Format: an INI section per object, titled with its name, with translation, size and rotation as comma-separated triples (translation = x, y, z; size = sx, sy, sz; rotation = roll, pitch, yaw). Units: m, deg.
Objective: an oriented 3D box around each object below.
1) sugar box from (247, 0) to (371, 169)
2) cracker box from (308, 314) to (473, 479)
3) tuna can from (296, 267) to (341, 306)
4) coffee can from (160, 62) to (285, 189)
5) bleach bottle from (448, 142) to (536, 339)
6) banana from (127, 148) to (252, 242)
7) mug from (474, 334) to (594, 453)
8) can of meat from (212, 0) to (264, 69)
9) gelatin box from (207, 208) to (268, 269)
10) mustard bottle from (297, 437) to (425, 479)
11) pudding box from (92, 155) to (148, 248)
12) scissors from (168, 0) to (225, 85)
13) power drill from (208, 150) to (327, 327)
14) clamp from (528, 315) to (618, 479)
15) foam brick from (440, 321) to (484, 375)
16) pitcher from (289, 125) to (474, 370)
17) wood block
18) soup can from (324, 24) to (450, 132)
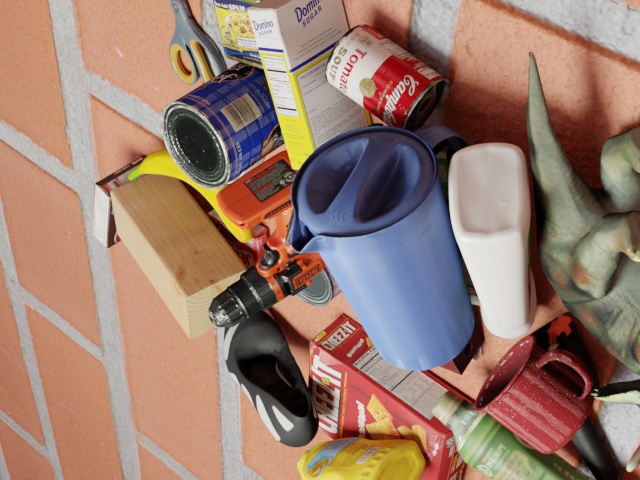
[sugar box]
translation = -0.007, -0.166, 1.061
size = 0.048, 0.093, 0.176
rotation = 12, 128, 44
[cracker box]
translation = 0.081, 0.215, 1.321
size = 0.214, 0.072, 0.164
rotation = 33, 141, 27
[tuna can]
translation = -0.009, 0.036, 1.296
size = 0.086, 0.033, 0.086
rotation = 30, 140, 29
[coffee can]
translation = -0.085, -0.132, 1.138
size = 0.103, 0.140, 0.103
rotation = 30, 140, 29
[bleach bottle]
translation = 0.170, 0.018, 0.999
size = 0.068, 0.102, 0.250
rotation = -4, 151, 13
[banana]
translation = -0.154, -0.069, 1.354
size = 0.198, 0.037, 0.070
rotation = 29, 109, 23
[mug]
translation = 0.215, 0.145, 1.025
size = 0.081, 0.093, 0.117
rotation = 37, 133, -1
[can of meat]
translation = -0.063, -0.228, 1.101
size = 0.102, 0.057, 0.084
rotation = 23, 138, 36
[gelatin box]
translation = -0.104, 0.003, 1.381
size = 0.089, 0.030, 0.073
rotation = 28, 139, 32
[mustard bottle]
translation = 0.032, 0.275, 1.281
size = 0.192, 0.096, 0.058
rotation = -10, 112, 54
[pudding box]
translation = -0.268, -0.052, 1.469
size = 0.039, 0.089, 0.114
rotation = 38, 143, 20
[scissors]
translation = -0.170, -0.260, 1.232
size = 0.096, 0.016, 0.201
rotation = -9, 113, 52
[power drill]
translation = -0.058, 0.001, 1.163
size = 0.057, 0.184, 0.187
rotation = 46, 163, 30
[clamp]
translation = 0.234, 0.157, 1.119
size = 0.165, 0.036, 0.210
rotation = 19, 137, 35
[foam brick]
translation = 0.133, 0.097, 1.152
size = 0.051, 0.053, 0.078
rotation = 19, 154, 40
[pitcher]
translation = 0.080, 0.011, 1.015
size = 0.149, 0.145, 0.242
rotation = -5, 140, 19
[wood block]
translation = -0.182, 0.013, 1.380
size = 0.206, 0.090, 0.091
rotation = 50, 153, 32
[soup can]
translation = 0.063, -0.151, 1.014
size = 0.102, 0.068, 0.069
rotation = 39, 144, 20
